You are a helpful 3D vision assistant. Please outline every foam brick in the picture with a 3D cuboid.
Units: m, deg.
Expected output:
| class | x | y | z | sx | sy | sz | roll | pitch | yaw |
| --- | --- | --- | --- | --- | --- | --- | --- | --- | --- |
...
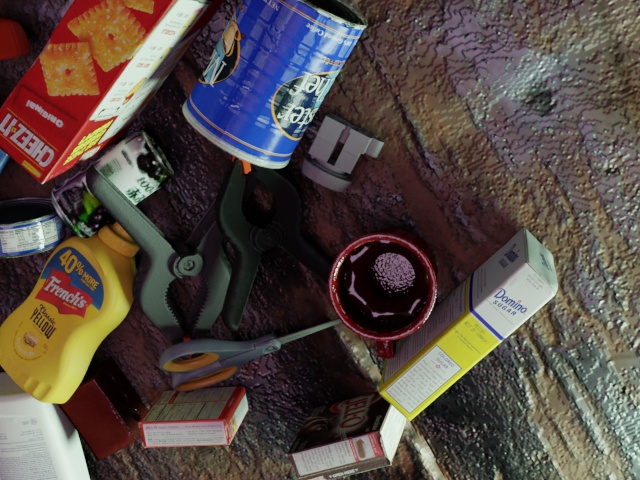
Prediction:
| class | x | y | z | sx | sy | sz | roll | pitch | yaw |
| --- | --- | --- | --- | --- | --- | --- | --- | --- | --- |
| foam brick | -0.213 | 0.166 | 1.056 | 0.051 | 0.053 | 0.078 | -30 | 101 | 18 |

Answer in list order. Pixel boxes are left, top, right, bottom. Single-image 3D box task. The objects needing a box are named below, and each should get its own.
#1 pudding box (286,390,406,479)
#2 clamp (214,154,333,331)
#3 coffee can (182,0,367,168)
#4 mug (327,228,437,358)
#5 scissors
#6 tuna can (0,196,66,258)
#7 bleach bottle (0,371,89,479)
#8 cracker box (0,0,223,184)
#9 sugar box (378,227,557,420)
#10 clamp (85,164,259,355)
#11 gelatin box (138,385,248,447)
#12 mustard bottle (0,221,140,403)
| class | x | y | z | sx | sy | sz | roll | pitch | yaw |
| --- | --- | --- | --- | --- | --- | --- | --- | --- | --- |
| pudding box | 0.027 | 0.178 | 0.981 | 0.090 | 0.113 | 0.039 | -19 | 100 | 15 |
| clamp | -0.056 | 0.001 | 0.953 | 0.120 | 0.039 | 0.171 | -28 | 112 | -8 |
| coffee can | -0.039 | -0.146 | 0.894 | 0.103 | 0.102 | 0.140 | 31 | 110 | 0 |
| mug | 0.060 | 0.046 | 0.940 | 0.093 | 0.081 | 0.117 | -2 | 98 | 12 |
| scissors | -0.064 | 0.094 | 0.995 | 0.202 | 0.096 | 0.016 | -27 | 59 | 20 |
| tuna can | -0.281 | -0.013 | 0.993 | 0.086 | 0.086 | 0.034 | 0 | 109 | 11 |
| bleach bottle | -0.286 | 0.258 | 1.096 | 0.103 | 0.068 | 0.251 | -6 | 109 | 13 |
| cracker box | -0.165 | -0.162 | 0.881 | 0.072 | 0.164 | 0.214 | 41 | 110 | -2 |
| sugar box | 0.129 | 0.073 | 0.937 | 0.048 | 0.093 | 0.176 | 45 | 111 | -8 |
| clamp | -0.117 | 0.008 | 0.976 | 0.164 | 0.036 | 0.210 | -15 | 122 | -16 |
| gelatin box | -0.121 | 0.170 | 1.028 | 0.089 | 0.073 | 0.030 | -5 | 106 | 12 |
| mustard bottle | -0.227 | 0.054 | 1.007 | 0.096 | 0.058 | 0.192 | 41 | 100 | 28 |
